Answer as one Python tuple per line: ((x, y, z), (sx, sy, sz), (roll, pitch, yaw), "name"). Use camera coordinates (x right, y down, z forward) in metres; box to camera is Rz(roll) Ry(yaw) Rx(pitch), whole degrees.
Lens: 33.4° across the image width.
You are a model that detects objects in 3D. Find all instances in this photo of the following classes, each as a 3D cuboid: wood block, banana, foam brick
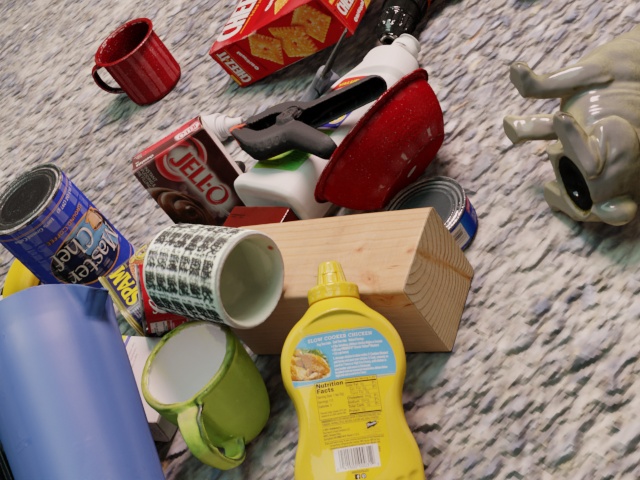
((0.015, 0.039, 0.936), (0.206, 0.090, 0.090), (-6, 48, 35), "wood block")
((-0.337, 0.064, 1.233), (0.070, 0.037, 0.198), (-26, 39, 17), "banana")
((-0.057, 0.001, 1.064), (0.078, 0.051, 0.053), (2, 52, 40), "foam brick")

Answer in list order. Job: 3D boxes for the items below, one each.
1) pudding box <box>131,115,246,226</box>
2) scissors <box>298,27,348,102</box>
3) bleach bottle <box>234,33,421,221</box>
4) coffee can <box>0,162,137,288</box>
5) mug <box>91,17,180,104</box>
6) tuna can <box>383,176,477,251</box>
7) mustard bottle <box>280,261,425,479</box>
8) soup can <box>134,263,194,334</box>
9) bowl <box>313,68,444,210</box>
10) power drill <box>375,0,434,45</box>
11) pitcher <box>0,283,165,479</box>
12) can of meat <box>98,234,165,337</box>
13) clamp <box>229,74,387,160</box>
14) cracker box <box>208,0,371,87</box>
((-0.134, -0.065, 1.142), (0.090, 0.113, 0.039), (-31, 35, 8), "pudding box")
((0.011, -0.180, 1.135), (0.096, 0.016, 0.202), (-46, -3, -39), "scissors")
((0.022, -0.124, 1.122), (0.103, 0.068, 0.250), (12, 56, 46), "bleach bottle")
((-0.283, -0.002, 1.173), (0.103, 0.140, 0.103), (-22, 41, 20), "coffee can")
((-0.251, -0.232, 1.431), (0.117, 0.081, 0.093), (-23, 40, 18), "mug")
((0.099, -0.016, 0.971), (0.086, 0.033, 0.086), (-22, 40, 20), "tuna can")
((0.019, 0.108, 0.816), (0.096, 0.058, 0.191), (-8, 72, 1), "mustard bottle")
((-0.123, 0.049, 1.023), (0.102, 0.068, 0.068), (-8, 39, -8), "soup can")
((0.067, -0.082, 1.004), (0.055, 0.162, 0.162), (41, 78, 12), "bowl")
((0.158, -0.296, 1.191), (0.188, 0.057, 0.184), (-7, 47, 34), "power drill")
((-0.212, 0.171, 0.905), (0.144, 0.149, 0.243), (-18, 62, -15), "pitcher")
((-0.170, 0.048, 1.102), (0.084, 0.057, 0.102), (-39, 38, -6), "can of meat")
((-0.015, -0.119, 1.058), (0.172, 0.039, 0.120), (5, 38, 45), "clamp")
((-0.022, -0.290, 1.281), (0.214, 0.072, 0.164), (-14, 41, 48), "cracker box")
